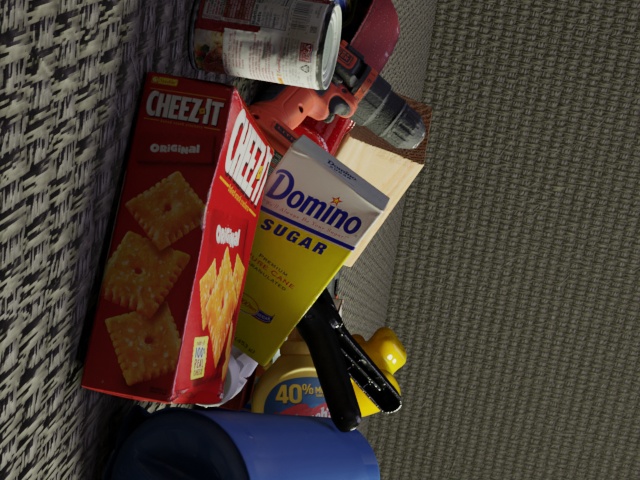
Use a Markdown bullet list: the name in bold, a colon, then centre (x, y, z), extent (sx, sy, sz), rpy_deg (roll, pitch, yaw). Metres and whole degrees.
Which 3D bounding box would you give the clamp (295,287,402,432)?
- **clamp**: centre (0.005, 0.081, 0.985), extent (0.210, 0.036, 0.164), rpy_deg (61, 13, 18)

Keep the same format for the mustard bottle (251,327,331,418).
- **mustard bottle**: centre (-0.017, 0.170, 1.010), extent (0.058, 0.096, 0.191), rpy_deg (153, -64, -77)

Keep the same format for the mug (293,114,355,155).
- **mug**: centre (-0.024, -0.107, 1.070), extent (0.117, 0.093, 0.081), rpy_deg (-49, -168, 47)

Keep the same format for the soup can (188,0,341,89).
- **soup can**: centre (-0.040, -0.154, 0.807), extent (0.068, 0.102, 0.068), rpy_deg (11, 90, -81)

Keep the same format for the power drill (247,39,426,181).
- **power drill**: centre (0.002, -0.108, 0.967), extent (0.057, 0.184, 0.187), rpy_deg (-47, -170, 42)

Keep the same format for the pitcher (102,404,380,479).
- **pitcher**: centre (-0.043, 0.205, 0.844), extent (0.242, 0.145, 0.149), rpy_deg (14, 77, -60)

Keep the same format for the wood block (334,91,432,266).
- **wood block**: centre (0.040, -0.072, 1.211), extent (0.206, 0.090, 0.090), rpy_deg (123, -17, -51)

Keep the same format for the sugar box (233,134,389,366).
- **sugar box**: centre (-0.031, 0.010, 0.885), extent (0.176, 0.093, 0.048), rpy_deg (-54, -179, 23)

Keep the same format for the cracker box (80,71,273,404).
- **cracker box**: centre (-0.094, 0.009, 0.765), extent (0.164, 0.072, 0.213), rpy_deg (57, 44, -79)

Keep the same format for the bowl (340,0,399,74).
- **bowl**: centre (0.042, -0.214, 1.203), extent (0.162, 0.055, 0.162), rpy_deg (-55, -166, 20)
